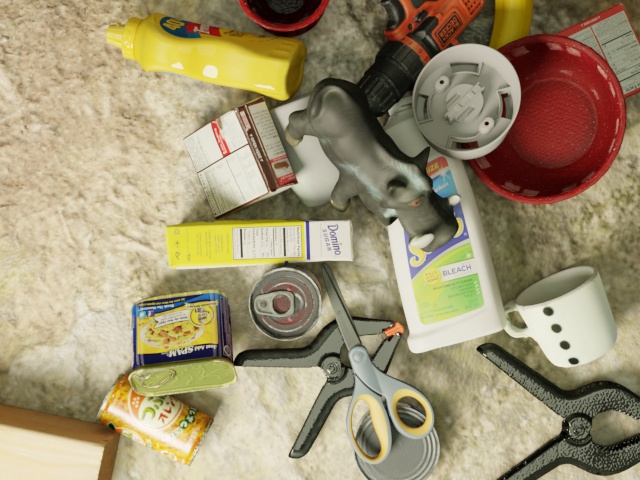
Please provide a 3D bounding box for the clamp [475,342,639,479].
[{"bbox_3d":[0.249,0.197,1.068,0.210,0.036,0.164,8,91,0],"label":"clamp"}]

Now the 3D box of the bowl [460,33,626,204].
[{"bbox_3d":[0.218,-0.115,1.034,0.162,0.055,0.162,1,92,26],"label":"bowl"}]

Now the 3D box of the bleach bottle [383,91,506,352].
[{"bbox_3d":[0.104,-0.023,1.052,0.102,0.068,0.251,-16,88,9],"label":"bleach bottle"}]

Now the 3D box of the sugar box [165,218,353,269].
[{"bbox_3d":[-0.057,0.001,1.039,0.176,0.093,0.048,-5,92,0],"label":"sugar box"}]

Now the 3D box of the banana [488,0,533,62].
[{"bbox_3d":[0.177,-0.241,1.020,0.037,0.069,0.198,20,133,32],"label":"banana"}]

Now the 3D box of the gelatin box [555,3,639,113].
[{"bbox_3d":[0.281,-0.179,1.061,0.073,0.030,0.089,-26,92,0],"label":"gelatin box"}]

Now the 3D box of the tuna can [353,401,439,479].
[{"bbox_3d":[0.075,0.206,1.072,0.086,0.034,0.086,0,91,1],"label":"tuna can"}]

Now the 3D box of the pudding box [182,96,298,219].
[{"bbox_3d":[-0.079,-0.077,1.030,0.039,0.114,0.090,-24,92,-35],"label":"pudding box"}]

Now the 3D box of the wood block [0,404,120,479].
[{"bbox_3d":[-0.312,0.214,1.048,0.206,0.091,0.090,12,91,1],"label":"wood block"}]

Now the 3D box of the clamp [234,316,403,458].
[{"bbox_3d":[0.001,0.122,1.068,0.171,0.039,0.120,-40,95,-5],"label":"clamp"}]

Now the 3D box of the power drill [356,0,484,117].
[{"bbox_3d":[0.057,-0.232,0.997,0.184,0.057,0.187,-50,124,-19],"label":"power drill"}]

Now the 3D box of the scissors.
[{"bbox_3d":[0.058,0.117,1.043,0.096,0.016,0.202,-6,92,-1],"label":"scissors"}]

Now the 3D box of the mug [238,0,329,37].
[{"bbox_3d":[-0.032,-0.255,1.036,0.093,0.081,0.117,8,92,0],"label":"mug"}]

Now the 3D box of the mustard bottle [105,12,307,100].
[{"bbox_3d":[-0.114,-0.182,1.030,0.192,0.096,0.058,12,111,8],"label":"mustard bottle"}]

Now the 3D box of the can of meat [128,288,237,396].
[{"bbox_3d":[-0.135,0.099,1.044,0.102,0.057,0.084,-7,57,0],"label":"can of meat"}]

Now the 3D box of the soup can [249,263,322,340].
[{"bbox_3d":[-0.032,0.057,1.035,0.068,0.102,0.068,0,92,0],"label":"soup can"}]
